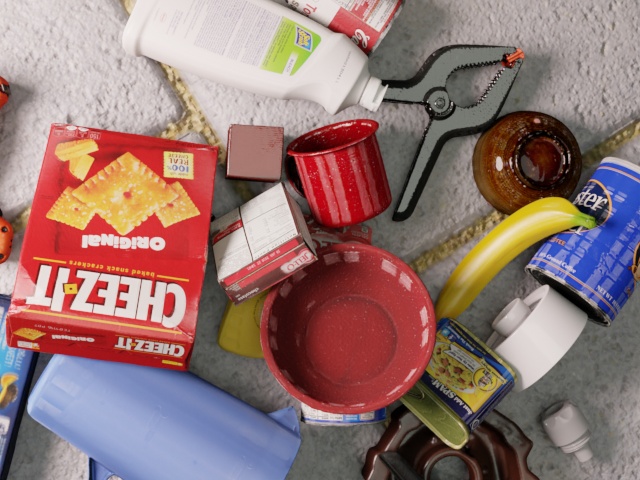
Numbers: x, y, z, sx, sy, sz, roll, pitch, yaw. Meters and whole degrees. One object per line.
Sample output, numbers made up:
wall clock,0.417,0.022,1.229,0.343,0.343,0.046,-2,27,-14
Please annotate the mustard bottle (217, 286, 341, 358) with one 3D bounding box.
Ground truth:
mustard bottle,0.000,0.090,1.062,0.191,0.058,0.096,19,81,-8

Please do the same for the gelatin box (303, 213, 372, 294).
gelatin box,0.007,0.011,1.056,0.089,0.073,0.030,12,130,-7

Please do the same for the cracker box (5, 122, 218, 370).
cracker box,-0.186,0.001,0.984,0.164,0.072,0.213,8,57,-8

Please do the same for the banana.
banana,0.184,0.013,1.071,0.037,0.069,0.198,41,118,-19

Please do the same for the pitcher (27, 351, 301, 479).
pitcher,-0.153,0.188,1.006,0.243,0.149,0.145,32,122,-3

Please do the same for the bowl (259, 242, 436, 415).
bowl,0.027,0.086,0.994,0.162,0.055,0.162,-2,71,6

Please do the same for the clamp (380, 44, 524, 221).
clamp,0.119,-0.127,1.089,0.210,0.036,0.164,-25,95,-3

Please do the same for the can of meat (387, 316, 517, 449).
can of meat,0.127,0.135,1.033,0.102,0.057,0.083,42,65,13

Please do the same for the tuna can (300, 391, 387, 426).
tuna can,0.023,0.161,1.050,0.086,0.086,0.034,0,88,-8

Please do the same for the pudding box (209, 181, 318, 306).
pudding box,-0.057,0.001,1.013,0.090,0.113,0.039,-29,123,6

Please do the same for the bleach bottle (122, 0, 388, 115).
bleach bottle,-0.057,-0.181,1.038,0.251,0.068,0.102,24,85,-1

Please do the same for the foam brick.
foam brick,-0.066,-0.085,1.044,0.053,0.078,0.051,4,91,-8

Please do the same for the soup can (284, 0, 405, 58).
soup can,0.024,-0.238,1.061,0.102,0.068,0.068,33,86,-6

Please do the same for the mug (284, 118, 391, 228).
mug,0.013,-0.064,1.045,0.093,0.117,0.081,-38,119,-44

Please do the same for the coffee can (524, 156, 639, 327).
coffee can,0.289,0.001,1.078,0.103,0.103,0.140,37,85,-6
